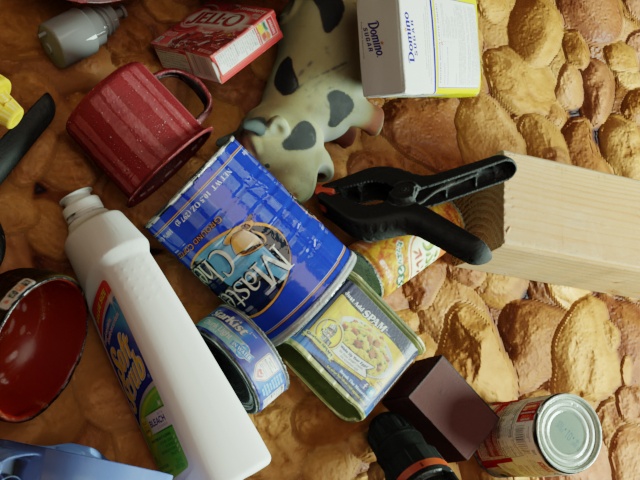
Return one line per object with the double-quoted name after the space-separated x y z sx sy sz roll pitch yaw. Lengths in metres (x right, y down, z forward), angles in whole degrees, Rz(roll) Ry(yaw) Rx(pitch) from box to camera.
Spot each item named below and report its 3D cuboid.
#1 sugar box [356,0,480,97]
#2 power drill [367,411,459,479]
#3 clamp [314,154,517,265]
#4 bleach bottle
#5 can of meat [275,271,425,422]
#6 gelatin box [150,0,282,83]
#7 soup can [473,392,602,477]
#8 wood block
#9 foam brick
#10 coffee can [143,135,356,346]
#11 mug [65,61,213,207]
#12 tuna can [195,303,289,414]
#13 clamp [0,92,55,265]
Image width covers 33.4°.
0.088 -0.171 0.930 0.175 0.048 0.093 -12 99 -58 "sugar box"
0.027 0.225 0.828 0.187 0.185 0.057 -22 130 -13 "power drill"
0.076 -0.023 0.892 0.120 0.172 0.039 -73 152 -50 "clamp"
-0.132 0.077 0.816 0.068 0.103 0.251 -25 82 -32 "bleach bottle"
0.023 0.089 0.892 0.102 0.058 0.083 46 67 -6 "can of meat"
-0.087 -0.168 0.891 0.073 0.089 0.030 -41 129 -24 "gelatin box"
0.183 0.168 0.916 0.068 0.102 0.068 6 75 -22 "soup can"
0.234 -0.011 0.988 0.205 0.090 0.091 10 73 -21 "wood block"
0.103 0.145 0.914 0.078 0.053 0.051 48 64 -7 "foam brick"
-0.056 0.001 0.854 0.140 0.103 0.102 44 65 -8 "coffee can"
-0.138 -0.094 0.849 0.081 0.093 0.117 47 68 -1 "mug"
-0.065 0.094 0.837 0.033 0.086 0.086 -38 94 -25 "tuna can"
-0.293 -0.031 0.796 0.164 0.036 0.210 10 70 -19 "clamp"
